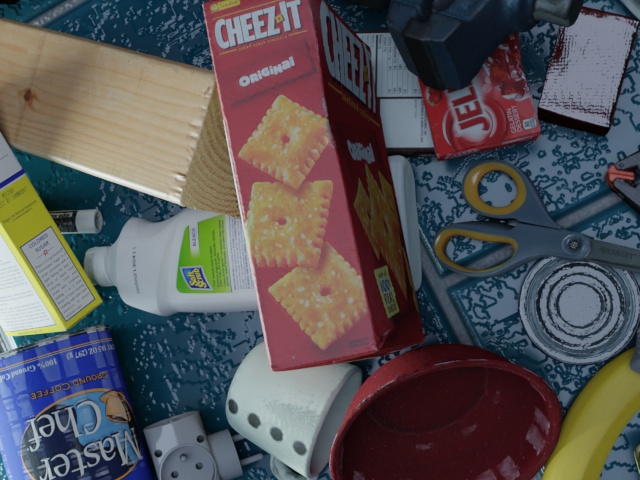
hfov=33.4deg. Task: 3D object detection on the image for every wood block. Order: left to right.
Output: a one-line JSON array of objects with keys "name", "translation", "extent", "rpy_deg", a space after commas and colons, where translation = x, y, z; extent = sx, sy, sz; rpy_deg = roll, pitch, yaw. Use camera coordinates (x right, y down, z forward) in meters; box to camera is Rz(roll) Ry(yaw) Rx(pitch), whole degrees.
[{"name": "wood block", "translation": [-0.141, -0.089, 0.764], "extent": [0.206, 0.090, 0.091], "rpy_deg": [19, 93, 29]}]

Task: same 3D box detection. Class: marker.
[{"name": "marker", "translation": [-0.233, -0.014, 0.847], "extent": [0.121, 0.020, 0.020], "rpy_deg": [-1, 88, 11]}]

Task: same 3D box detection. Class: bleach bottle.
[{"name": "bleach bottle", "translation": [-0.055, 0.001, 0.790], "extent": [0.251, 0.068, 0.102], "rpy_deg": [-5, 85, 14]}]

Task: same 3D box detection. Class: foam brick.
[{"name": "foam brick", "translation": [0.186, -0.118, 0.747], "extent": [0.051, 0.053, 0.078], "rpy_deg": [15, 91, 11]}]

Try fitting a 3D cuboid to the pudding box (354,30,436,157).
[{"name": "pudding box", "translation": [0.054, -0.107, 0.781], "extent": [0.113, 0.039, 0.090], "rpy_deg": [1, 87, 8]}]

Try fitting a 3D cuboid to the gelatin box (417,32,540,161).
[{"name": "gelatin box", "translation": [0.106, -0.105, 0.737], "extent": [0.073, 0.030, 0.089], "rpy_deg": [-13, 85, 7]}]

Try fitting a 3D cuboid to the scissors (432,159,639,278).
[{"name": "scissors", "translation": [0.169, -0.014, 0.730], "extent": [0.202, 0.016, 0.096], "rpy_deg": [-4, 74, 34]}]

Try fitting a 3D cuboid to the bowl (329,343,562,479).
[{"name": "bowl", "translation": [0.081, 0.123, 0.737], "extent": [0.162, 0.055, 0.162], "rpy_deg": [-6, 129, -8]}]

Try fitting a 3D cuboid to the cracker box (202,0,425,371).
[{"name": "cracker box", "translation": [0.004, -0.032, 0.657], "extent": [0.072, 0.164, 0.214], "rpy_deg": [-12, 83, 14]}]

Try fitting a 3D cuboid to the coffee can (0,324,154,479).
[{"name": "coffee can", "translation": [-0.186, 0.144, 0.791], "extent": [0.103, 0.102, 0.140], "rpy_deg": [-19, 85, 10]}]

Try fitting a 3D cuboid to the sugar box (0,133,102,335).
[{"name": "sugar box", "translation": [-0.240, -0.014, 0.785], "extent": [0.094, 0.048, 0.176], "rpy_deg": [-9, 112, 44]}]

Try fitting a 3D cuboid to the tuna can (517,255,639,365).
[{"name": "tuna can", "translation": [0.182, 0.045, 0.753], "extent": [0.086, 0.033, 0.086], "rpy_deg": [0, 88, 12]}]
